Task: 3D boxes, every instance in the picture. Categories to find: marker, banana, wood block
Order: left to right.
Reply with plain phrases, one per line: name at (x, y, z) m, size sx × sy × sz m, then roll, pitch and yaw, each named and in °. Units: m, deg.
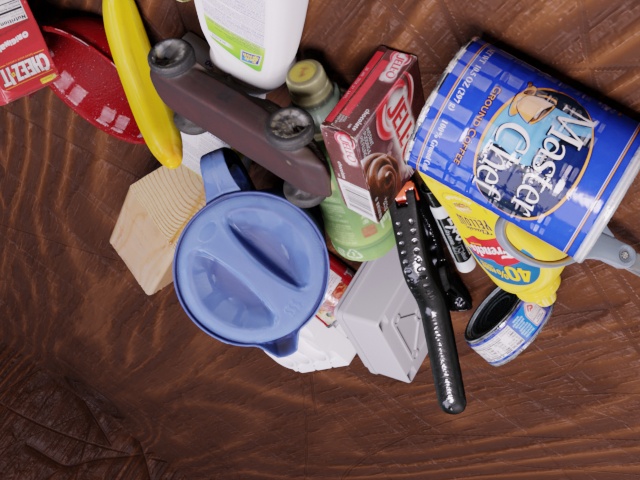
banana at (-0.163, -0.150, 0.961) m, size 0.069 × 0.037 × 0.198 m, roll 83°, pitch 167°, yaw -82°
wood block at (-0.174, -0.017, 1.239) m, size 0.090 × 0.090 × 0.206 m, roll 54°, pitch 157°, yaw 3°
marker at (0.116, -0.014, 0.968) m, size 0.020 × 0.020 × 0.121 m, roll 16°, pitch 150°, yaw 38°

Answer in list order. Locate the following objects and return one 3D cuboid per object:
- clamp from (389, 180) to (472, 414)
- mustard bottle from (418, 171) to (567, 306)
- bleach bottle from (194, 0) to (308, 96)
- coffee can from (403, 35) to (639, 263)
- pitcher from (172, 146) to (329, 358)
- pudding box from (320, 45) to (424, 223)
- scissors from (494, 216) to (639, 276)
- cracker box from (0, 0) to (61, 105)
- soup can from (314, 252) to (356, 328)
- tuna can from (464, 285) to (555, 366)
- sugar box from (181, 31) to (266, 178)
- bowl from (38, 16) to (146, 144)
clamp at (0.104, 0.032, 0.987) m, size 0.036 × 0.164 × 0.210 m, roll -12°, pitch 114°, yaw 17°
mustard bottle at (0.152, -0.010, 0.877) m, size 0.096 × 0.058 × 0.191 m, roll 16°, pitch 151°, yaw 47°
bleach bottle at (-0.060, -0.187, 0.825) m, size 0.102 × 0.068 × 0.251 m, roll 35°, pitch 160°, yaw 7°
coffee can at (0.143, -0.063, 0.733) m, size 0.140 × 0.102 × 0.103 m, roll 31°, pitch 156°, yaw 11°
pitcher at (-0.057, 0.001, 1.007) m, size 0.145 × 0.149 × 0.243 m, roll 22°, pitch -173°, yaw 0°
pudding box at (0.047, -0.082, 0.843) m, size 0.039 × 0.090 × 0.113 m, roll 26°, pitch 156°, yaw 25°
scissors at (0.225, -0.009, 0.815) m, size 0.201 × 0.096 × 0.016 m, roll 9°, pitch 174°, yaw -19°
cracker box at (-0.348, -0.234, 1.026) m, size 0.164 × 0.072 × 0.213 m, roll 1°, pitch 118°, yaw 53°
soup can at (-0.011, 0.040, 1.181) m, size 0.102 × 0.068 × 0.069 m, roll 38°, pitch 157°, yaw -6°
tuna can at (0.171, 0.071, 0.973) m, size 0.033 × 0.086 × 0.086 m, roll 41°, pitch 156°, yaw -9°
sugar box at (-0.106, -0.119, 1.037) m, size 0.093 × 0.048 × 0.176 m, roll 35°, pitch 154°, yaw 5°
bowl at (-0.215, -0.171, 1.070) m, size 0.162 × 0.055 × 0.162 m, roll 29°, pitch 156°, yaw 14°
